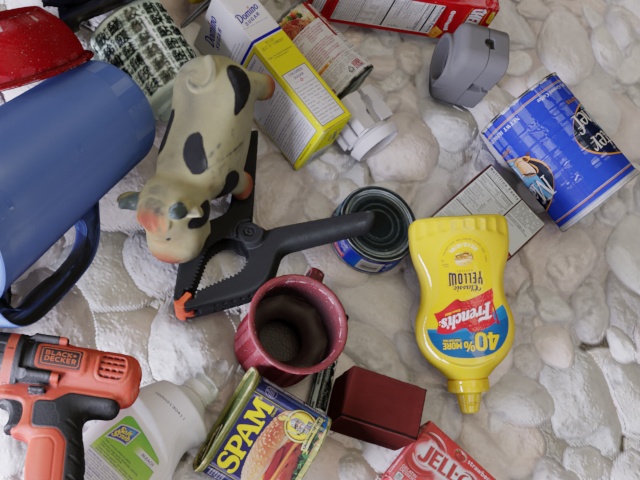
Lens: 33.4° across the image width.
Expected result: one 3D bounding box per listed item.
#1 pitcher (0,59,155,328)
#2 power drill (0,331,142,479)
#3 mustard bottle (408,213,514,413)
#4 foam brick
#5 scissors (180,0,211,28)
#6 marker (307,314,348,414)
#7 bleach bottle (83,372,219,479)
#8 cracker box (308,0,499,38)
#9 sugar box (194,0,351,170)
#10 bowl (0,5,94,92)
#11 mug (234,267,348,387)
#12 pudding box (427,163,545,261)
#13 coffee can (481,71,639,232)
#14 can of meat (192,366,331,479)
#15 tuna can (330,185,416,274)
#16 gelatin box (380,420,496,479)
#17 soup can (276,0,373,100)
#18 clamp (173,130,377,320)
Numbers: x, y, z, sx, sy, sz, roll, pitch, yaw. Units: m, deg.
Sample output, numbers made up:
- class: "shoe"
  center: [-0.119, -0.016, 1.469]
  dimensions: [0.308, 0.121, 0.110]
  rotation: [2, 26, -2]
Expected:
- class: "pitcher"
  center: [-0.245, -0.050, 0.918]
  dimensions: [0.145, 0.149, 0.242]
  rotation: [32, 43, 9]
- class: "power drill"
  center: [-0.243, 0.156, 0.835]
  dimensions: [0.184, 0.057, 0.187]
  rotation: [8, 53, -5]
- class: "mustard bottle"
  center: [0.140, 0.072, 1.043]
  dimensions: [0.096, 0.058, 0.191]
  rotation: [-3, 87, -3]
- class: "foam brick"
  center: [0.050, 0.157, 0.996]
  dimensions: [0.078, 0.053, 0.051]
  rotation: [20, 63, -12]
- class: "scissors"
  center: [-0.084, -0.272, 1.117]
  dimensions: [0.016, 0.096, 0.201]
  rotation: [41, 73, -1]
- class: "marker"
  center: [0.006, 0.120, 1.014]
  dimensions: [0.020, 0.020, 0.121]
  rotation: [20, 63, -11]
- class: "bleach bottle"
  center: [-0.174, 0.207, 0.890]
  dimensions: [0.102, 0.068, 0.250]
  rotation: [45, 59, 5]
- class: "cracker box"
  center: [0.083, -0.318, 1.190]
  dimensions: [0.213, 0.072, 0.164]
  rotation: [5, 63, -18]
- class: "sugar box"
  center: [-0.050, -0.164, 1.071]
  dimensions: [0.048, 0.093, 0.176]
  rotation: [-32, 82, -28]
- class: "bowl"
  center: [-0.288, -0.171, 0.951]
  dimensions: [0.161, 0.162, 0.055]
  rotation: [-23, 113, -26]
- class: "mug"
  center: [-0.028, 0.078, 0.984]
  dimensions: [0.093, 0.082, 0.117]
  rotation: [25, 62, -8]
- class: "pudding box"
  center: [0.168, -0.014, 1.117]
  dimensions: [0.113, 0.039, 0.090]
  rotation: [-39, 84, -30]
- class: "coffee can"
  center: [0.256, -0.094, 1.145]
  dimensions: [0.102, 0.103, 0.140]
  rotation: [-35, 83, -28]
- class: "can of meat"
  center: [-0.050, 0.177, 0.937]
  dimensions: [0.084, 0.057, 0.102]
  rotation: [32, 85, -8]
- class: "tuna can"
  center: [0.054, -0.011, 1.078]
  dimensions: [0.086, 0.034, 0.086]
  rotation: [7, 66, -17]
- class: "gelatin box"
  center: [0.111, 0.226, 1.001]
  dimensions: [0.089, 0.030, 0.073]
  rotation: [43, 61, 1]
- class: "soup can"
  center: [-0.002, -0.193, 1.115]
  dimensions: [0.102, 0.069, 0.068]
  rotation: [44, 61, 2]
- class: "clamp"
  center: [-0.057, 0.001, 1.017]
  dimensions: [0.165, 0.036, 0.209]
  rotation: [28, 62, 15]
